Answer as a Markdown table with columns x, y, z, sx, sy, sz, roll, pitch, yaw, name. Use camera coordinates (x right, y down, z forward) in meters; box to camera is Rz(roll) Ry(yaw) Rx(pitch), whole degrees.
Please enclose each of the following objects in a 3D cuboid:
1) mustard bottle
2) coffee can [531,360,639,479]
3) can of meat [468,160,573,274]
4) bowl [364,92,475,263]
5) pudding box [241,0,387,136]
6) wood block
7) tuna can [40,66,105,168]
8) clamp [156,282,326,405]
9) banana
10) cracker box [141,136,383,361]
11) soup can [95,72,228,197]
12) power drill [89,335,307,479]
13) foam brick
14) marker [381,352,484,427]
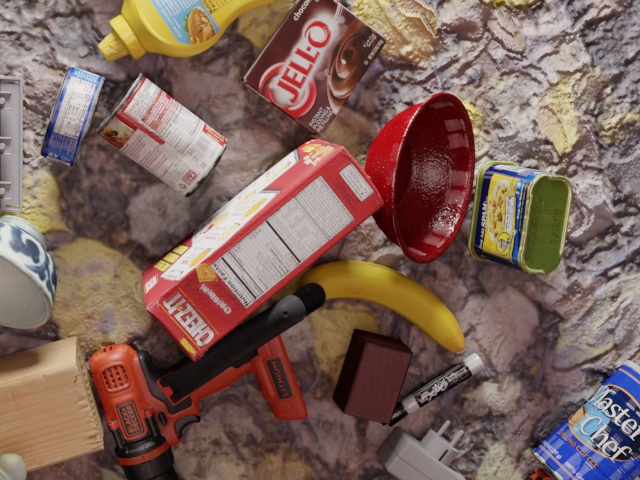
| x | y | z | sx | sy | sz | roll | pitch | yaw | name |
| --- | --- | --- | --- | --- | --- | --- | --- | --- | --- |
| -0.116 | -0.221 | 0.959 | 0.191 | 0.058 | 0.096 | -35 | 108 | -3 | mustard bottle |
| 0.304 | 0.208 | 1.100 | 0.140 | 0.103 | 0.102 | -44 | 105 | -1 | coffee can |
| 0.194 | -0.022 | 1.039 | 0.057 | 0.084 | 0.102 | 1 | 100 | -28 | can of meat |
| 0.087 | -0.061 | 1.006 | 0.161 | 0.055 | 0.162 | -24 | 119 | -52 | bowl |
| -0.007 | -0.169 | 1.001 | 0.090 | 0.039 | 0.113 | 34 | 92 | -15 | pudding box |
| -0.311 | 0.167 | 0.976 | 0.206 | 0.090 | 0.091 | -16 | 104 | -8 | wood block |
| -0.219 | -0.109 | 0.945 | 0.033 | 0.086 | 0.086 | 18 | 96 | -12 | tuna can |
| -0.067 | 0.090 | 0.961 | 0.172 | 0.120 | 0.039 | -32 | 82 | 19 | clamp |
| 0.059 | 0.060 | 1.057 | 0.197 | 0.037 | 0.070 | 13 | 97 | -15 | banana |
| -0.056 | 0.001 | 0.958 | 0.213 | 0.164 | 0.072 | -40 | 103 | -2 | cracker box |
| -0.143 | -0.095 | 0.972 | 0.102 | 0.068 | 0.068 | 37 | 91 | -16 | soup can |
| -0.111 | 0.166 | 1.032 | 0.187 | 0.057 | 0.184 | -19 | 103 | -7 | power drill |
| 0.052 | 0.135 | 1.061 | 0.051 | 0.053 | 0.078 | 16 | 97 | -14 | foam brick |
| 0.113 | 0.155 | 1.095 | 0.121 | 0.020 | 0.020 | -32 | 105 | -4 | marker |
